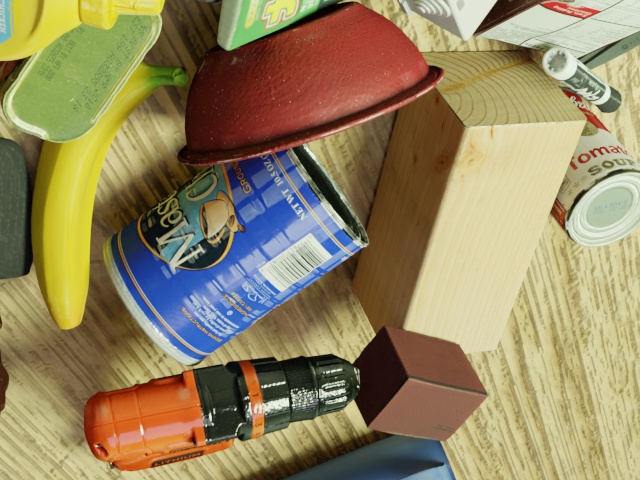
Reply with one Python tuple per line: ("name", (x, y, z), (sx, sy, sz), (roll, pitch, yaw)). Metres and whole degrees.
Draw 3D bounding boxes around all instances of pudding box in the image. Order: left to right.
("pudding box", (0.161, -0.151, 0.656), (0.089, 0.039, 0.114), (5, 170, -29))

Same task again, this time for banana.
("banana", (-0.143, -0.037, 0.644), (0.037, 0.070, 0.198), (-9, 136, -47))

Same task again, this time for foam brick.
("foam brick", (0.066, 0.101, 0.745), (0.078, 0.051, 0.053), (17, 122, -36))

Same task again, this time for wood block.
("wood block", (0.096, -0.021, 0.750), (0.090, 0.090, 0.206), (-5, 131, -21))

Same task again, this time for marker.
("marker", (0.182, -0.108, 0.733), (0.020, 0.020, 0.120), (-46, 153, 19))

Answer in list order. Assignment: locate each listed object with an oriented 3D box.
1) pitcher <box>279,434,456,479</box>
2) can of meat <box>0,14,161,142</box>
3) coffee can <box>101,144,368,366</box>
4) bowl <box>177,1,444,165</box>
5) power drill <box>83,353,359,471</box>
("pitcher", (0.009, 0.255, 0.937), (0.242, 0.145, 0.149), (-18, 115, -4))
("can of meat", (-0.133, -0.113, 0.566), (0.057, 0.084, 0.102), (22, 118, -37))
("coffee can", (-0.055, 0.001, 0.693), (0.140, 0.103, 0.102), (-35, 135, 9))
("bowl", (-0.014, -0.096, 0.611), (0.162, 0.162, 0.055), (-21, 106, -6))
("power drill", (-0.080, 0.122, 0.760), (0.184, 0.057, 0.188), (-7, 166, -18))
